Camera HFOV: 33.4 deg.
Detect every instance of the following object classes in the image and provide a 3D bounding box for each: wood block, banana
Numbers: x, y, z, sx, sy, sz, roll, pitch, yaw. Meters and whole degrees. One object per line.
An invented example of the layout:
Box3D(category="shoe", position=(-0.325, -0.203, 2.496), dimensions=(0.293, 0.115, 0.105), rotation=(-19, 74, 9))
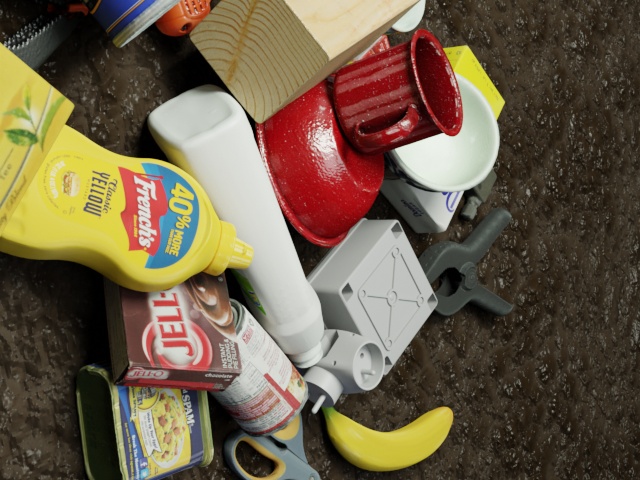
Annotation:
Box3D(category="wood block", position=(-0.003, -0.187, 0.877), dimensions=(0.090, 0.091, 0.205), rotation=(51, 38, -4))
Box3D(category="banana", position=(0.070, 0.192, 1.047), dimensions=(0.197, 0.037, 0.069), rotation=(16, 80, -46))

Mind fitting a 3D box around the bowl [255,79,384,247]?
Box3D(category="bowl", position=(0.010, -0.078, 0.930), dimensions=(0.162, 0.055, 0.162), rotation=(36, 46, -49))

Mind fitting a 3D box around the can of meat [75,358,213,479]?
Box3D(category="can of meat", position=(-0.135, 0.135, 0.815), dimensions=(0.083, 0.058, 0.102), rotation=(-13, 100, -44))

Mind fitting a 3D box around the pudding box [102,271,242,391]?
Box3D(category="pudding box", position=(-0.113, 0.056, 0.800), dimensions=(0.089, 0.039, 0.113), rotation=(9, 50, -32))

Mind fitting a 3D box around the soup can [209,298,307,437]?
Box3D(category="soup can", position=(-0.065, 0.105, 0.880), dimensions=(0.102, 0.069, 0.068), rotation=(54, 54, -32))

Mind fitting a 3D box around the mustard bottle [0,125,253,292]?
Box3D(category="mustard bottle", position=(-0.136, -0.015, 0.766), dimensions=(0.191, 0.058, 0.096), rotation=(19, 63, -25))

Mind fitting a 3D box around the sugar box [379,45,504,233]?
Box3D(category="sugar box", position=(0.124, -0.104, 1.094), dimensions=(0.093, 0.048, 0.176), rotation=(46, 58, -37))

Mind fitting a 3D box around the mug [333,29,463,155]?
Box3D(category="mug", position=(0.061, -0.113, 0.891), dimensions=(0.093, 0.082, 0.117), rotation=(57, 32, -28))

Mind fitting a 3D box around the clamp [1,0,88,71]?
Box3D(category="clamp", position=(-0.244, -0.134, 0.708), dimensions=(0.209, 0.036, 0.164), rotation=(-14, 111, -49))

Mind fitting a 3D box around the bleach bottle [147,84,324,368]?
Box3D(category="bleach bottle", position=(-0.056, 0.001, 0.881), dimensions=(0.068, 0.103, 0.251), rotation=(-29, 122, -10))

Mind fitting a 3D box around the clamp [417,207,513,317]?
Box3D(category="clamp", position=(0.151, 0.045, 1.131), dimensions=(0.171, 0.039, 0.120), rotation=(-23, 106, -37))

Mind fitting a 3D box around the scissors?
Box3D(category="scissors", position=(-0.011, 0.197, 0.977), dimensions=(0.201, 0.016, 0.096), rotation=(30, 69, -43))
